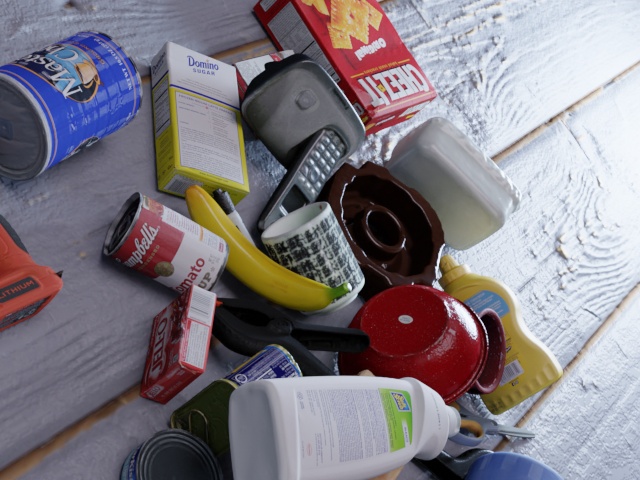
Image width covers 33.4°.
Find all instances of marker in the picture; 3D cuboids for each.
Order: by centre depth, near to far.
[{"bbox_3d":[-0.080,0.000,1.111,0.020,0.020,0.121,-38,103,-50],"label":"marker"}]

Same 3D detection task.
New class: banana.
[{"bbox_3d":[-0.061,0.018,1.078,0.198,0.070,0.037,31,26,9],"label":"banana"}]

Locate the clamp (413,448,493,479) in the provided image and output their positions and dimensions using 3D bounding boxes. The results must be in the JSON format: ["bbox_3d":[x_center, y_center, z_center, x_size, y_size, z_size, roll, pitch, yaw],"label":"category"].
[{"bbox_3d":[0.149,0.258,1.137,0.209,0.036,0.164,2,63,-39],"label":"clamp"}]

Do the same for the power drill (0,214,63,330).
[{"bbox_3d":[-0.317,-0.006,0.889,0.184,0.057,0.188,-27,81,-49],"label":"power drill"}]

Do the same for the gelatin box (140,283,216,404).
[{"bbox_3d":[-0.130,0.095,0.974,0.030,0.073,0.089,27,47,-25],"label":"gelatin box"}]

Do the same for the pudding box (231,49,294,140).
[{"bbox_3d":[-0.055,-0.175,1.270,0.113,0.039,0.090,-26,82,-46],"label":"pudding box"}]

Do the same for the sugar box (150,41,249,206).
[{"bbox_3d":[-0.132,-0.125,1.157,0.093,0.048,0.176,17,48,-34],"label":"sugar box"}]

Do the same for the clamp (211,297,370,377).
[{"bbox_3d":[-0.033,0.093,1.044,0.171,0.039,0.120,26,20,14],"label":"clamp"}]

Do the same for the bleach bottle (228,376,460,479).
[{"bbox_3d":[0.036,0.171,0.937,0.250,0.068,0.102,7,70,-44],"label":"bleach bottle"}]

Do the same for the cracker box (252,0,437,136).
[{"bbox_3d":[0.036,-0.245,1.379,0.163,0.072,0.214,-26,81,-48],"label":"cracker box"}]

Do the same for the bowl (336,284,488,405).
[{"bbox_3d":[0.091,0.099,1.109,0.055,0.162,0.162,72,20,-46],"label":"bowl"}]

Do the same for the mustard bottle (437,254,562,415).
[{"bbox_3d":[0.193,0.100,1.249,0.192,0.096,0.058,59,20,13],"label":"mustard bottle"}]

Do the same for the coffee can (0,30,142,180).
[{"bbox_3d":[-0.251,-0.130,1.006,0.103,0.103,0.140,50,40,-1],"label":"coffee can"}]

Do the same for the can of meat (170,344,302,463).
[{"bbox_3d":[-0.074,0.146,0.967,0.057,0.102,0.083,53,38,3],"label":"can of meat"}]

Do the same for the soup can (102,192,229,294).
[{"bbox_3d":[-0.148,0.007,1.027,0.102,0.069,0.068,30,45,-24],"label":"soup can"}]

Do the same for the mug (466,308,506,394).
[{"bbox_3d":[0.155,0.130,1.192,0.117,0.082,0.093,59,43,-36],"label":"mug"}]

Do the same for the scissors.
[{"bbox_3d":[0.175,0.200,1.216,0.096,0.016,0.201,42,17,27],"label":"scissors"}]

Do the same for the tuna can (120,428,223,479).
[{"bbox_3d":[-0.129,0.209,0.921,0.086,0.034,0.086,24,48,-29],"label":"tuna can"}]
